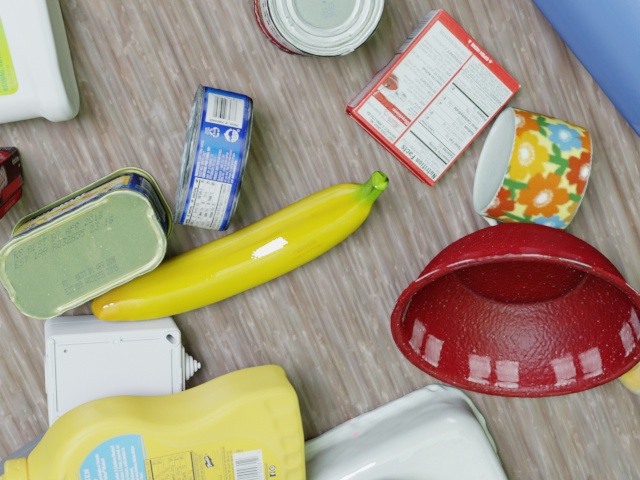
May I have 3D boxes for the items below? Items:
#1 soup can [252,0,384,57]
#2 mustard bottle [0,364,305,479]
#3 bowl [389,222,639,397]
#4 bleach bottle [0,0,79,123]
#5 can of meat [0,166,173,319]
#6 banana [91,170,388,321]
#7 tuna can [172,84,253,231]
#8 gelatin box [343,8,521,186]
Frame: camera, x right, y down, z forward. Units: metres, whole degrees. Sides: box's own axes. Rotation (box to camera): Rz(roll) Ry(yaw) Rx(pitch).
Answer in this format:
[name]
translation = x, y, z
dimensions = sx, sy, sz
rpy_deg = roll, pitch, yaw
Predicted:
[soup can]
translation = -0.003, -0.142, 0.629
dimensions = 0.068, 0.102, 0.068
rpy_deg = -1, 101, -7
[mustard bottle]
translation = -0.107, 0.136, 0.632
dimensions = 0.191, 0.058, 0.096
rpy_deg = -9, 119, -14
[bowl]
translation = 0.126, 0.038, 0.677
dimensions = 0.162, 0.055, 0.162
rpy_deg = 6, 143, 4
[bleach bottle]
translation = -0.277, -0.098, 0.624
dimensions = 0.250, 0.068, 0.102
rpy_deg = -11, 98, -3
[can of meat]
translation = -0.141, 0.001, 0.647
dimensions = 0.102, 0.084, 0.057
rpy_deg = -27, 102, -2
[banana]
translation = -0.047, 0.005, 0.671
dimensions = 0.198, 0.069, 0.037
rpy_deg = -26, 67, 4
[tuna can]
translation = -0.065, -0.049, 0.647
dimensions = 0.033, 0.086, 0.086
rpy_deg = 10, 99, -11
[gelatin box]
translation = 0.071, -0.091, 0.685
dimensions = 0.073, 0.030, 0.089
rpy_deg = 41, 93, -13
